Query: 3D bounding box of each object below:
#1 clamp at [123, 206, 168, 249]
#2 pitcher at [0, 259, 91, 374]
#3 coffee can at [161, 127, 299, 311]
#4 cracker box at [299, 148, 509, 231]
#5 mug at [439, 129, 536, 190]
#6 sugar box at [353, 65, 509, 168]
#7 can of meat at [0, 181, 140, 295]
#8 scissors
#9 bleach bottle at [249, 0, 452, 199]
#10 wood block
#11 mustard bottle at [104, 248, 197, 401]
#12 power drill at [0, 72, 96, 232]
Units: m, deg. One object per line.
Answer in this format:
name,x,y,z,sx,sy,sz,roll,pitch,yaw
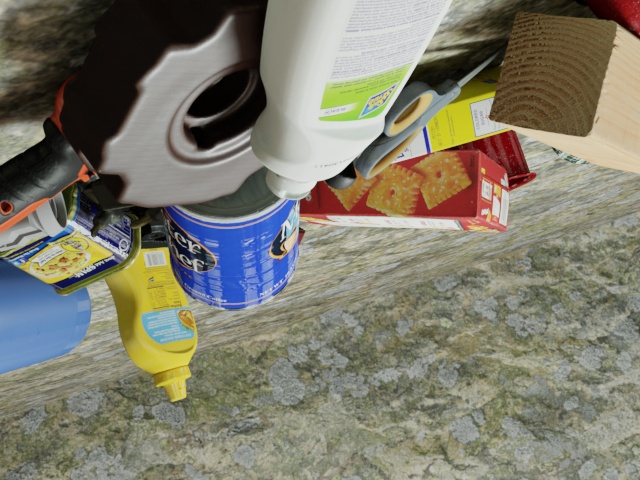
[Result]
clamp,-0.164,-0.024,1.039,0.165,0.036,0.209,-23,163,31
pitcher,-0.343,0.089,1.079,0.149,0.145,0.242,-26,172,19
coffee can,-0.065,-0.024,0.778,0.102,0.103,0.140,-16,152,-11
cracker box,0.068,-0.050,1.055,0.214,0.072,0.164,3,178,20
mug,0.173,-0.092,1.180,0.117,0.081,0.093,-13,170,-33
sugar box,0.101,-0.111,0.947,0.176,0.048,0.093,-14,-162,-10
can of meat,-0.223,-0.004,0.930,0.102,0.057,0.083,-23,144,24
scissors,0.100,-0.125,0.855,0.201,0.016,0.096,-44,166,-19
bleach bottle,0.009,-0.107,0.551,0.102,0.068,0.251,-14,150,-29
wood block,0.237,-0.116,0.892,0.090,0.091,0.205,16,-177,37
mustard bottle,-0.185,0.086,1.195,0.058,0.191,0.096,-24,169,33
power drill,-0.197,-0.032,0.734,0.187,0.057,0.184,-40,173,-7
